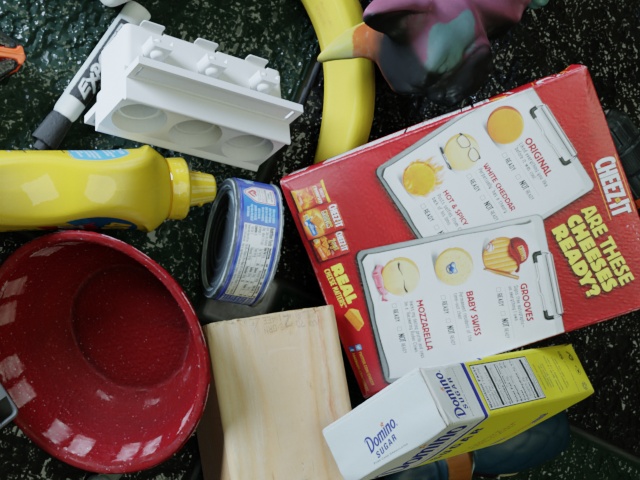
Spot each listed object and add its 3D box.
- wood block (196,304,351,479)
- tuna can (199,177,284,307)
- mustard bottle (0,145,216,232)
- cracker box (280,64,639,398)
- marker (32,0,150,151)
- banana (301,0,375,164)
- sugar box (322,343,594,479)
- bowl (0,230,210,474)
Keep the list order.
[{"bbox_3d":[-0.027,0.155,0.718,0.090,0.091,0.206,-7,83,-20],"label":"wood block"},{"bbox_3d":[-0.055,0.001,0.727,0.033,0.086,0.086,10,87,-20],"label":"tuna can"},{"bbox_3d":[-0.160,-0.032,0.680,0.191,0.096,0.058,-3,91,-22],"label":"mustard bottle"},{"bbox_3d":[0.102,-0.006,0.730,0.214,0.072,0.164,-20,98,10],"label":"cracker box"},{"bbox_3d":[-0.156,-0.110,0.722,0.020,0.020,0.121,36,78,-18],"label":"marker"},{"bbox_3d":[0.006,-0.127,0.779,0.070,0.037,0.198,-14,93,8],"label":"banana"},{"bbox_3d":[0.094,0.112,0.699,0.175,0.093,0.048,-5,63,-48],"label":"sugar box"},{"bbox_3d":[-0.136,0.066,0.688,0.162,0.055,0.162,5,107,17],"label":"bowl"}]
